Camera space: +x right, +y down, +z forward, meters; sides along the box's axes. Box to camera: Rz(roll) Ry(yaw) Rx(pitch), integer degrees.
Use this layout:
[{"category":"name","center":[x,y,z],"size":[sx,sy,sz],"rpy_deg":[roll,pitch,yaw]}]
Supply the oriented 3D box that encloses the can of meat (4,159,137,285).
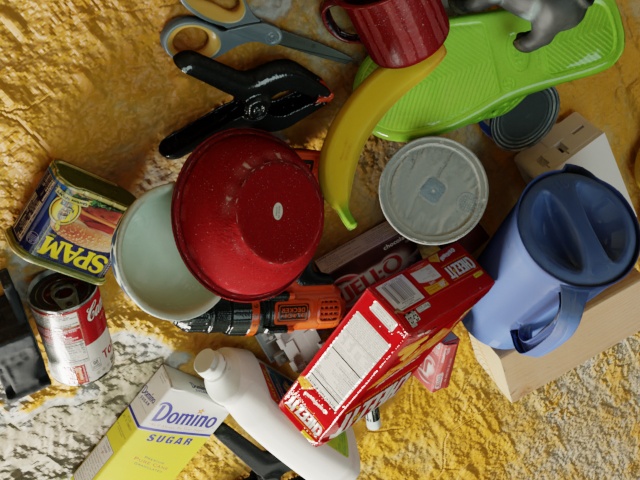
[{"category":"can of meat","center":[-0.224,-0.017,0.985],"size":[0.101,0.057,0.084],"rpy_deg":[24,106,-39]}]

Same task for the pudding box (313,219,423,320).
[{"category":"pudding box","center":[0.058,0.035,1.187],"size":[0.113,0.039,0.090],"rpy_deg":[-31,132,-5]}]

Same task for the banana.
[{"category":"banana","center":[0.048,-0.109,1.010],"size":[0.198,0.070,0.037],"rpy_deg":[-63,169,-1]}]

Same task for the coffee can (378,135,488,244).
[{"category":"coffee can","center":[0.112,-0.046,1.069],"size":[0.103,0.103,0.140],"rpy_deg":[-41,176,4]}]

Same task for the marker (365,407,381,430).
[{"category":"marker","center":[0.060,0.187,1.314],"size":[0.020,0.020,0.121],"rpy_deg":[-21,130,-14]}]

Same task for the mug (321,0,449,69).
[{"category":"mug","center":[0.058,-0.210,0.979],"size":[0.117,0.093,0.081],"rpy_deg":[-10,136,24]}]

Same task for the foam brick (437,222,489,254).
[{"category":"foam brick","center":[0.142,-0.020,1.183],"size":[0.051,0.053,0.078],"rpy_deg":[-41,133,4]}]

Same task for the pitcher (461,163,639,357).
[{"category":"pitcher","center":[0.233,0.042,1.162],"size":[0.149,0.145,0.243],"rpy_deg":[-33,166,-24]}]

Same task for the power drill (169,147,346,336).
[{"category":"power drill","center":[-0.057,0.001,1.045],"size":[0.184,0.057,0.188],"rpy_deg":[-1,101,-28]}]

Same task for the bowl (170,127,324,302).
[{"category":"bowl","center":[-0.051,-0.024,0.958],"size":[0.161,0.055,0.162],"rpy_deg":[1,88,-36]}]

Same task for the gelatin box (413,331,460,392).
[{"category":"gelatin box","center":[0.120,0.123,1.251],"size":[0.030,0.089,0.073],"rpy_deg":[-13,129,-32]}]

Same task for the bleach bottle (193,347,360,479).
[{"category":"bleach bottle","center":[-0.052,0.195,1.202],"size":[0.068,0.102,0.250],"rpy_deg":[-31,135,19]}]

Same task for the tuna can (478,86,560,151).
[{"category":"tuna can","center":[0.212,-0.141,1.146],"size":[0.086,0.034,0.086],"rpy_deg":[-14,129,-19]}]

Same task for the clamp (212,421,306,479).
[{"category":"clamp","center":[-0.076,0.297,1.308],"size":[0.209,0.036,0.165],"rpy_deg":[13,115,-35]}]

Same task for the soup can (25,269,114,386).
[{"category":"soup can","center":[-0.242,0.084,1.041],"size":[0.068,0.069,0.102],"rpy_deg":[-18,130,-16]}]

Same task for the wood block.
[{"category":"wood block","center":[0.296,0.099,1.330],"size":[0.206,0.090,0.091],"rpy_deg":[-28,132,-7]}]

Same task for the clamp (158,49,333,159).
[{"category":"clamp","center":[-0.073,-0.125,1.000],"size":[0.171,0.039,0.120],"rpy_deg":[-2,143,-31]}]

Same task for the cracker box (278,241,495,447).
[{"category":"cracker box","center":[0.070,0.112,1.141],"size":[0.163,0.072,0.214],"rpy_deg":[-24,156,-47]}]

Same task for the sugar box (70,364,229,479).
[{"category":"sugar box","center":[-0.188,0.227,1.190],"size":[0.093,0.048,0.176],"rpy_deg":[29,107,-40]}]

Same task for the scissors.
[{"category":"scissors","center":[-0.063,-0.178,0.981],"size":[0.201,0.016,0.096],"rpy_deg":[30,107,-40]}]
